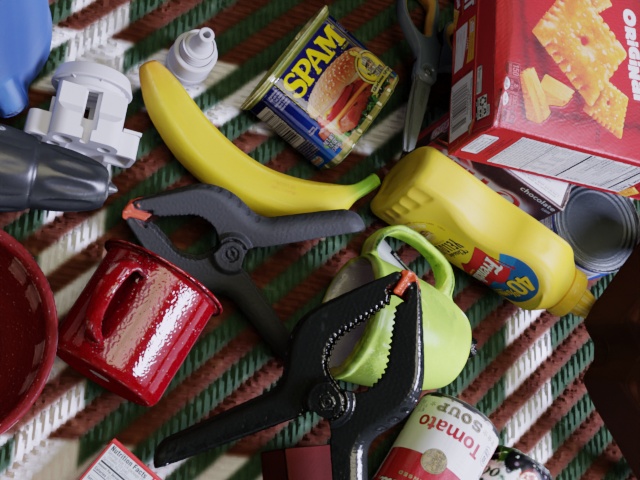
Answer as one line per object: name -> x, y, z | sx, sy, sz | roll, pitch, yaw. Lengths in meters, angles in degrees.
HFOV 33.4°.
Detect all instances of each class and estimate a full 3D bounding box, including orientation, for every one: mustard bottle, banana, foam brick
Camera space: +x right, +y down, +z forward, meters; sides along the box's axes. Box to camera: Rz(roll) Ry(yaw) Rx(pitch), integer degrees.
mustard bottle -> 0.136, 0.003, 0.829 | 0.191, 0.096, 0.058 | 33, 70, -11
banana -> -0.057, -0.060, 0.796 | 0.197, 0.037, 0.069 | 27, 87, -9
foam brick -> -0.006, 0.183, 0.747 | 0.052, 0.051, 0.078 | -1, 76, -23

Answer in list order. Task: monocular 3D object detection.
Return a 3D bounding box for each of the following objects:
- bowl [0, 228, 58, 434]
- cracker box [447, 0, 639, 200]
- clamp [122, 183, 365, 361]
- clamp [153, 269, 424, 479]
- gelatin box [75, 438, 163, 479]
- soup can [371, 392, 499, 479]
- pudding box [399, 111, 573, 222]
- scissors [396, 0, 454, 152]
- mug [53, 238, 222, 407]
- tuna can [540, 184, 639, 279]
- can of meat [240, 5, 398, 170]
bowl -> -0.250, 0.063, 0.676 | 0.162, 0.055, 0.162 | 6, 70, -16
cracker box -> 0.206, -0.128, 0.806 | 0.213, 0.072, 0.164 | 11, 72, -19
clamp -> -0.055, 0.001, 0.770 | 0.171, 0.039, 0.120 | 32, 87, -13
clamp -> 0.012, 0.117, 0.703 | 0.164, 0.036, 0.210 | 39, 89, 11
gelatin box -> -0.139, 0.188, 0.705 | 0.073, 0.030, 0.089 | 42, 65, -5
soup can -> 0.078, 0.170, 0.775 | 0.068, 0.069, 0.102 | 39, 65, -8
pudding box -> 0.129, -0.053, 0.845 | 0.113, 0.090, 0.039 | 31, 66, -12
scissors -> 0.098, -0.130, 0.859 | 0.096, 0.016, 0.201 | 21, 47, -27
mug -> -0.126, 0.053, 0.703 | 0.093, 0.117, 0.081 | 26, 70, 13
tuna can -> 0.226, -0.010, 0.903 | 0.086, 0.034, 0.086 | 6, 73, -20
can of meat -> 0.002, -0.116, 0.831 | 0.084, 0.058, 0.102 | 40, 66, -11
